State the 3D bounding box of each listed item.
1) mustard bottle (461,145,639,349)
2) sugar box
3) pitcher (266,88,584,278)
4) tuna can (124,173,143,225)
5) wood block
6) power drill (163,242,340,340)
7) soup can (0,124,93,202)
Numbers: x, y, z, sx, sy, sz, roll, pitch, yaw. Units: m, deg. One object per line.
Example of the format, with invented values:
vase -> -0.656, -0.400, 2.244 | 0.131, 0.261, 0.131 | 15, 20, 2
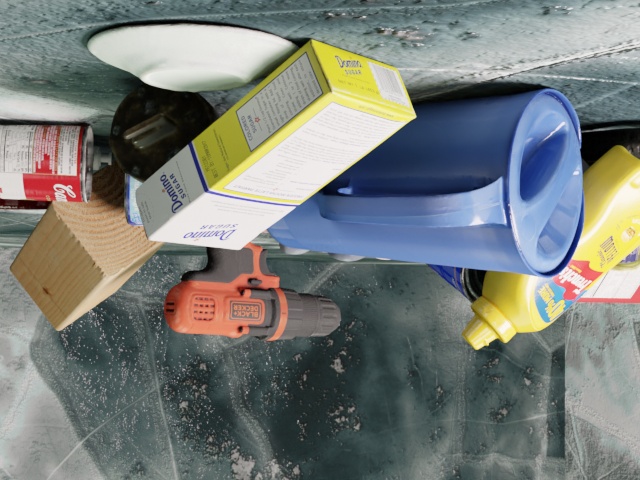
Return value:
mustard bottle -> 0.188, 0.016, 0.852 | 0.058, 0.191, 0.096 | 47, 179, 36
sugar box -> -0.032, -0.056, 0.699 | 0.176, 0.048, 0.093 | -32, 156, 32
pitcher -> 0.064, -0.042, 0.808 | 0.243, 0.145, 0.149 | 2, 150, 36
tuna can -> -0.156, -0.055, 0.965 | 0.033, 0.086, 0.086 | 3, 176, -4
wood block -> -0.235, 0.009, 1.077 | 0.090, 0.091, 0.206 | -38, -178, -32
power drill -> -0.057, 0.001, 1.016 | 0.184, 0.187, 0.057 | 6, 173, -34
soup can -> -0.251, -0.069, 0.925 | 0.102, 0.068, 0.068 | 2, 176, -6
